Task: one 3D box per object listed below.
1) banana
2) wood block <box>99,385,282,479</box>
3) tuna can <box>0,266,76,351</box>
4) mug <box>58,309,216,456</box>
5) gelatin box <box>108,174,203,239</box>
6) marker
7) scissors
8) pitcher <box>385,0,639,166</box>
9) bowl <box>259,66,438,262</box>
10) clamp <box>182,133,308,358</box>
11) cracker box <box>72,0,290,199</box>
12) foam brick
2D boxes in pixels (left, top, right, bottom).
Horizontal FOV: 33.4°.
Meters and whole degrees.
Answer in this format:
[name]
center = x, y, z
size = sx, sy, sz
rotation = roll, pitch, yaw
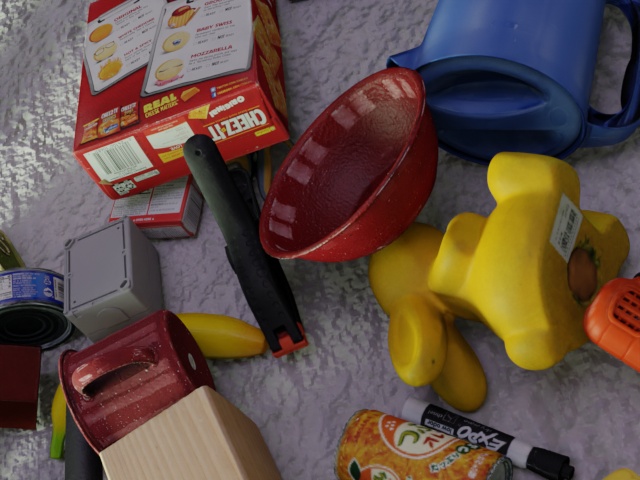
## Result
[banana]
center = -0.135, 0.097, 0.828
size = 0.198, 0.037, 0.069
rotation = -29, 83, 10
[wood block]
center = -0.056, 0.211, 0.690
size = 0.091, 0.090, 0.206
rotation = -33, 54, 3
[tuna can]
center = -0.240, 0.058, 0.865
size = 0.086, 0.086, 0.034
rotation = -21, 57, 12
[mug]
center = -0.130, 0.097, 0.751
size = 0.081, 0.117, 0.093
rotation = -28, 65, 5
[gelatin box]
center = -0.135, -0.045, 0.911
size = 0.073, 0.030, 0.089
rotation = -4, 58, 23
[marker]
center = 0.110, 0.131, 0.704
size = 0.121, 0.020, 0.020
rotation = 18, 70, 31
[scissors]
center = -0.065, -0.104, 0.922
size = 0.096, 0.016, 0.202
rotation = -23, 55, 11
[pitcher]
center = 0.165, -0.182, 0.805
size = 0.145, 0.149, 0.242
rotation = -9, 53, 45
[bowl]
center = 0.030, -0.041, 0.748
size = 0.162, 0.055, 0.162
rotation = -39, 29, 26
[clamp]
center = -0.055, 0.001, 0.793
size = 0.039, 0.120, 0.171
rotation = -28, 68, 11
[cracker box]
center = -0.117, -0.148, 0.911
size = 0.164, 0.072, 0.213
rotation = -19, 44, 12
[foam brick]
center = -0.261, 0.114, 0.841
size = 0.078, 0.053, 0.051
rotation = 6, 54, -15
